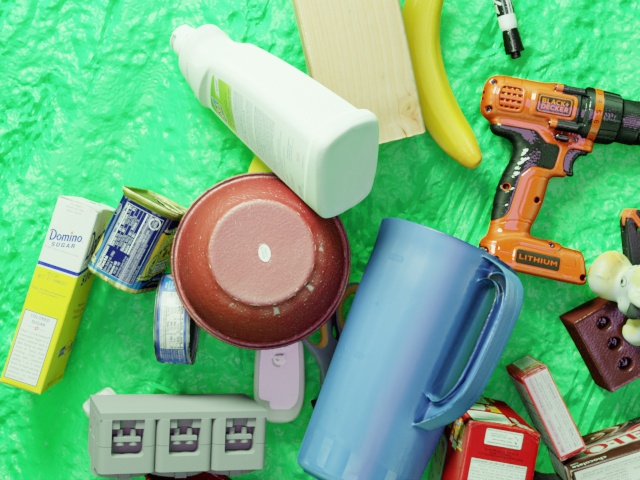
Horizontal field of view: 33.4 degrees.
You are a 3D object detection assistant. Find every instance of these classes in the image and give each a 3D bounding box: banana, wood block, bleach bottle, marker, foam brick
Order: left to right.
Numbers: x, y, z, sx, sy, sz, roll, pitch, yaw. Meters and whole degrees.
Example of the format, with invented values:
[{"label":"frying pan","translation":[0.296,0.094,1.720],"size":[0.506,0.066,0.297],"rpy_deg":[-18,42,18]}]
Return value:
[{"label":"bleach bottle","translation":[-0.054,-0.128,0.948],"size":[0.068,0.102,0.251],"rpy_deg":[-30,54,-26]},{"label":"wood block","translation":[0.026,-0.194,0.966],"size":[0.091,0.090,0.206],"rpy_deg":[-14,107,-1]},{"label":"banana","translation":[0.109,-0.163,1.008],"size":[0.037,0.070,0.198],"rpy_deg":[-11,95,-41]},{"label":"marker","translation":[0.174,-0.234,1.027],"size":[0.020,0.020,0.121],"rpy_deg":[-14,92,-1]},{"label":"foam brick","translation":[0.275,0.096,1.021],"size":[0.053,0.051,0.078],"rpy_deg":[-29,92,-1]}]

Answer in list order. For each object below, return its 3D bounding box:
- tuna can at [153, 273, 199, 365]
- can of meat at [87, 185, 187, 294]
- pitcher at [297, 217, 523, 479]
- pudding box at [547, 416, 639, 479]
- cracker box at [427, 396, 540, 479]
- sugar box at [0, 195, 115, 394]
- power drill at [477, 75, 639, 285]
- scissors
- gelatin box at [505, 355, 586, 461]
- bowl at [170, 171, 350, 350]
[{"label":"tuna can","translation":[-0.133,0.073,0.998],"size":[0.034,0.086,0.086],"rpy_deg":[3,92,0]},{"label":"can of meat","translation":[-0.165,0.000,0.987],"size":[0.057,0.102,0.084],"rpy_deg":[27,94,7]},{"label":"pitcher","translation":[0.078,0.111,0.948],"size":[0.145,0.149,0.243],"rpy_deg":[22,83,10]},{"label":"pudding box","translation":[0.281,0.204,1.005],"size":[0.113,0.090,0.039],"rpy_deg":[-20,92,0]},{"label":"cracker box","translation":[0.136,0.257,0.968],"size":[0.072,0.164,0.214],"rpy_deg":[10,90,-1]},{"label":"sugar box","translation":[-0.241,0.048,0.991],"size":[0.048,0.093,0.176],"rpy_deg":[20,92,-2]},{"label":"power drill","translation":[0.232,-0.055,1.015],"size":[0.184,0.057,0.187],"rpy_deg":[11,89,3]},{"label":"scissors","translation":[0.024,0.127,1.019],"size":[0.096,0.016,0.202],"rpy_deg":[-18,95,-28]},{"label":"gelatin box","translation":[0.214,0.157,1.011],"size":[0.030,0.073,0.089],"rpy_deg":[-27,92,0]},{"label":"bowl","translation":[-0.051,0.014,0.929],"size":[0.162,0.055,0.162],"rpy_deg":[0,82,-3]}]
